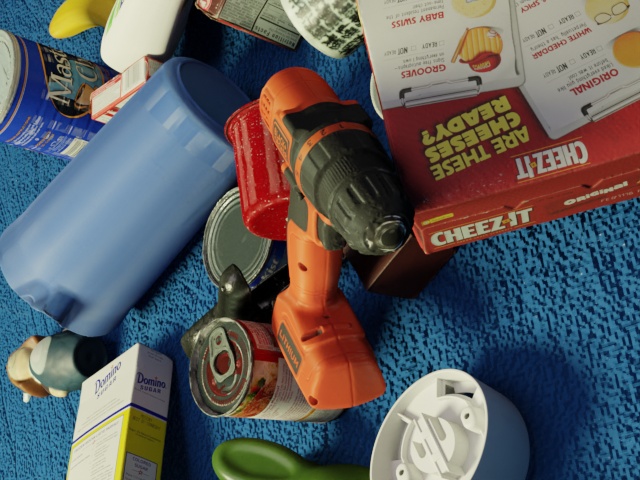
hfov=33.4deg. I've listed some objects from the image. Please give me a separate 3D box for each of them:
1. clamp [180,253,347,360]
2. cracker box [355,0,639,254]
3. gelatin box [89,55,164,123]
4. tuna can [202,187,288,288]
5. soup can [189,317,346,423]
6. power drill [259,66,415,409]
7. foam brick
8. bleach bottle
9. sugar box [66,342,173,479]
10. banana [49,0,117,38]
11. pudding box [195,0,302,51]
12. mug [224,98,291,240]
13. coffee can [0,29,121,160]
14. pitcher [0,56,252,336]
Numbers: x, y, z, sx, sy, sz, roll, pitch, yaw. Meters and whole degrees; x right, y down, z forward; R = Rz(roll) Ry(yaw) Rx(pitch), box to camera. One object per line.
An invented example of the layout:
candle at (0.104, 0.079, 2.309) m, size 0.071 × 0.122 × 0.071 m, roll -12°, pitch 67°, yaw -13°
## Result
clamp at (-0.049, 0.049, 0.812) m, size 0.039 × 0.120 × 0.172 m, roll 64°, pitch 145°, yaw 16°
cracker box at (0.112, -0.116, 0.643) m, size 0.164 × 0.072 × 0.214 m, roll -16°, pitch 64°, yaw 9°
gelatin box at (-0.155, -0.129, 0.972) m, size 0.089 × 0.073 × 0.030 m, roll -24°, pitch 62°, yaw 41°
tuna can at (-0.056, 0.001, 0.860) m, size 0.086 × 0.033 × 0.086 m, roll -15°, pitch 69°, yaw 43°
soup can at (-0.033, 0.094, 0.759) m, size 0.069 × 0.102 × 0.068 m, roll -14°, pitch 70°, yaw 45°
power drill at (0.009, 0.008, 0.647) m, size 0.184 × 0.057 × 0.188 m, roll -118°, pitch 24°, yaw -54°
foam brick at (0.047, -0.005, 0.741) m, size 0.053 × 0.051 × 0.078 m, roll -51°, pitch 48°, yaw 23°
bleach bottle at (-0.127, -0.224, 0.889) m, size 0.251 × 0.068 × 0.102 m, roll -37°, pitch 32°, yaw 66°
sugar box at (-0.171, 0.183, 0.893) m, size 0.093 × 0.048 × 0.176 m, roll -35°, pitch 36°, yaw 35°
banana at (-0.229, -0.226, 1.102) m, size 0.198 × 0.037 × 0.070 m, roll 30°, pitch 100°, yaw 46°
pudding box at (-0.037, -0.219, 0.860) m, size 0.039 × 0.089 × 0.113 m, roll 41°, pitch 108°, yaw 42°
mug at (-0.019, -0.056, 0.783) m, size 0.117 × 0.093 × 0.081 m, roll 111°, pitch 153°, yaw -64°
coffee can at (-0.260, -0.134, 1.033) m, size 0.103 × 0.140 × 0.103 m, roll -15°, pitch 69°, yaw 44°
pitcher at (-0.158, -0.044, 0.924) m, size 0.243 × 0.144 × 0.149 m, roll -44°, pitch 63°, yaw 25°
